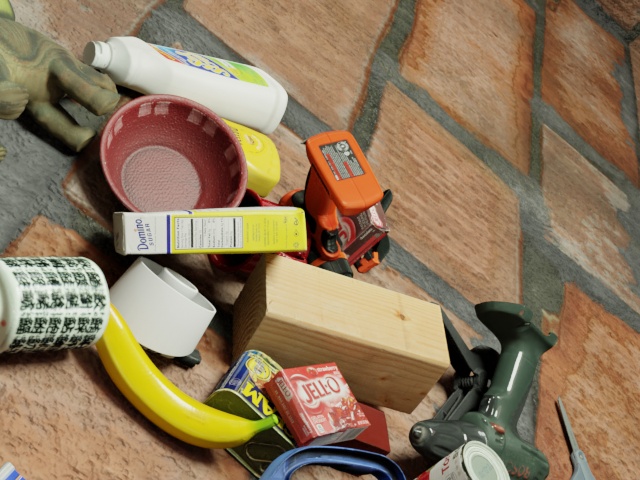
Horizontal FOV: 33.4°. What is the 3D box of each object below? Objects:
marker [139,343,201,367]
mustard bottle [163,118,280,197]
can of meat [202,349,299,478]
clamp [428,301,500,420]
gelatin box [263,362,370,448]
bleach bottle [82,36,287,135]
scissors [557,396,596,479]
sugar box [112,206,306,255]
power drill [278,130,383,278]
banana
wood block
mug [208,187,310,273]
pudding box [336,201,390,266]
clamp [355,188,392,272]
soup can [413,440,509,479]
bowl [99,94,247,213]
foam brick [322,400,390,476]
[{"bbox_3d":[-0.165,0.093,1.005,0.121,0.020,0.020,26,37,-29],"label":"marker"},{"bbox_3d":[-0.140,-0.117,1.235,0.191,0.058,0.096,21,34,-34],"label":"mustard bottle"},{"bbox_3d":[-0.057,0.164,1.018,0.102,0.058,0.083,43,29,-5],"label":"can of meat"},{"bbox_3d":[0.175,0.177,1.267,0.209,0.036,0.164,27,64,-46],"label":"clamp"},{"bbox_3d":[-0.002,0.155,1.009,0.089,0.030,0.073,3,50,-54],"label":"gelatin box"},{"bbox_3d":[-0.164,-0.192,1.277,0.250,0.068,0.103,8,27,-43],"label":"bleach bottle"},{"bbox_3d":[0.321,0.284,1.361,0.096,0.016,0.202,12,45,-42],"label":"scissors"},{"bbox_3d":[-0.109,-0.008,1.039,0.176,0.093,0.048,-4,93,-15],"label":"sugar box"},{"bbox_3d":[0.014,-0.016,1.190,0.057,0.188,0.184,-16,62,-24],"label":"power drill"},{"bbox_3d":[-0.136,0.131,0.955,0.197,0.069,0.037,35,-2,-7],"label":"banana"},{"bbox_3d":[0.020,0.098,1.111,0.205,0.090,0.091,18,39,-19],"label":"wood block"},{"bbox_3d":[-0.058,0.001,1.159,0.081,0.093,0.117,18,11,-45],"label":"mug"},{"bbox_3d":[0.031,-0.030,1.306,0.039,0.090,0.113,22,38,-38],"label":"pudding box"},{"bbox_3d":[0.062,-0.028,1.390,0.120,0.039,0.171,18,48,-36],"label":"clamp"},{"bbox_3d":[0.135,0.258,1.090,0.068,0.102,0.068,30,36,-24],"label":"soup can"},{"bbox_3d":[-0.161,-0.073,1.134,0.162,0.055,0.162,11,62,-22],"label":"bowl"},{"bbox_3d":[0.024,0.195,1.079,0.078,0.053,0.051,26,37,-29],"label":"foam brick"}]
